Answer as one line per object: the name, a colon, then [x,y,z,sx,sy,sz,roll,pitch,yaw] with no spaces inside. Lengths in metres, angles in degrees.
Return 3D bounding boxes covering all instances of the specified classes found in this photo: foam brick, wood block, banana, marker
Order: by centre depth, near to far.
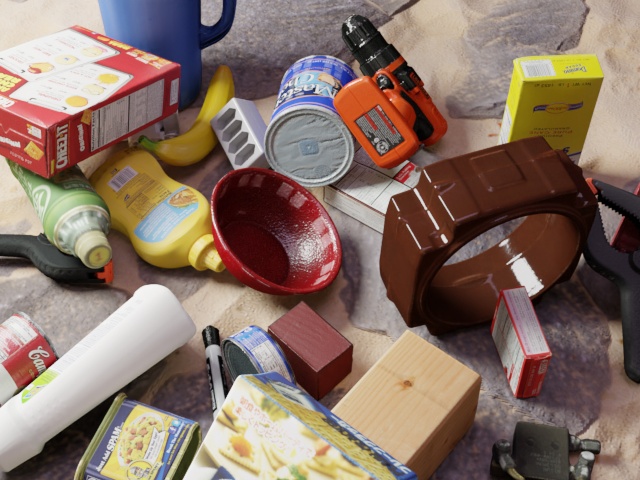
wood block: [0.052,0.194,0.988,0.091,0.090,0.205,32,56,25]
marker: [-0.105,0.136,1.080,0.020,0.020,0.121,-7,50,-8]
foam brick: [-0.010,0.111,1.081,0.051,0.053,0.078,-34,59,-27]
banana: [-0.145,-0.142,1.289,0.037,0.069,0.197,-6,30,32]

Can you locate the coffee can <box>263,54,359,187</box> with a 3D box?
coffee can: [-0.005,-0.141,1.243,0.103,0.103,0.140,6,34,3]

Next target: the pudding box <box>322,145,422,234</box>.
pudding box: [0.072,-0.058,1.238,0.114,0.039,0.090,29,58,25]

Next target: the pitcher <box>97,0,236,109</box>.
pitcher: [-0.192,-0.273,1.281,0.144,0.243,0.149,-34,58,-27]

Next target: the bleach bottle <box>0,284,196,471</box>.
bleach bottle: [-0.241,0.142,1.035,0.250,0.103,0.068,-39,101,-21]

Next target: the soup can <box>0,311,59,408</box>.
soup can: [-0.318,0.127,1.052,0.069,0.068,0.102,35,57,25]

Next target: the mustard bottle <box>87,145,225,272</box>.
mustard bottle: [-0.175,-0.024,1.189,0.192,0.058,0.096,36,67,26]

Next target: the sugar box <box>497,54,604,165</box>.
sugar box: [0.255,-0.129,1.211,0.093,0.176,0.048,-3,48,-3]

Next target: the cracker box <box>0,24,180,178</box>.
cracker box: [-0.285,-0.160,1.185,0.164,0.072,0.213,24,37,24]

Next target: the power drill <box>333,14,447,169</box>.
power drill: [0.072,-0.170,1.228,0.184,0.057,0.187,51,26,-8]

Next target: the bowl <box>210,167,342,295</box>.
bowl: [-0.058,0.001,1.148,0.162,0.055,0.162,21,46,-24]

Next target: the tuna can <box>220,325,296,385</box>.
tuna can: [-0.060,0.127,1.046,0.033,0.086,0.086,-29,56,-25]

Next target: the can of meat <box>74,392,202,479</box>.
can of meat: [-0.168,0.204,0.997,0.084,0.057,0.102,17,51,10]

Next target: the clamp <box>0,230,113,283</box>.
clamp: [-0.306,0.006,1.175,0.172,0.039,0.120,30,56,28]

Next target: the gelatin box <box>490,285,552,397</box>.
gelatin box: [0.202,0.103,1.078,0.030,0.073,0.089,-8,50,-8]
